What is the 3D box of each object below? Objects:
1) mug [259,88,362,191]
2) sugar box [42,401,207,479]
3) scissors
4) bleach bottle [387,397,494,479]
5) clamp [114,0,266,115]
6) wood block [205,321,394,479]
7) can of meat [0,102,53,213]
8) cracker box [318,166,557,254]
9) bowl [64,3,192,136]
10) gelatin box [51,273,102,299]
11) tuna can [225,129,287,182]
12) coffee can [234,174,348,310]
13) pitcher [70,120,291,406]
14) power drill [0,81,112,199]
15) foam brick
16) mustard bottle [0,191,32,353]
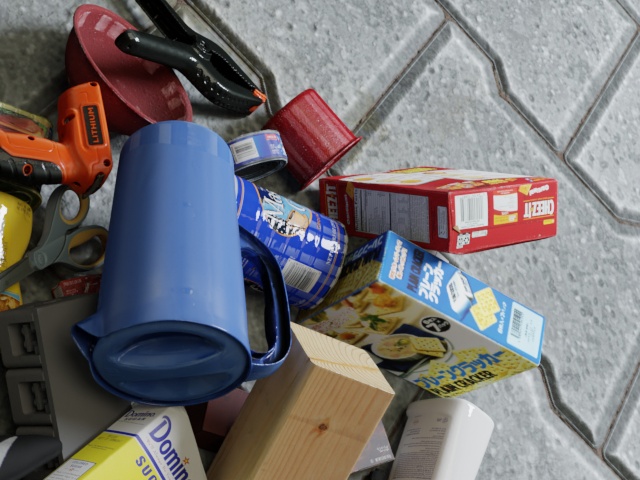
[{"bbox_3d":[-0.011,-0.118,1.208,0.081,0.093,0.117,49,20,0],"label":"mug"},{"bbox_3d":[-0.172,0.213,0.896,0.175,0.048,0.093,-37,120,-46],"label":"sugar box"},{"bbox_3d":[-0.258,-0.002,0.970,0.201,0.016,0.096,-13,93,-63],"label":"scissors"},{"bbox_3d":[0.096,0.286,1.100,0.068,0.103,0.250,38,60,-22],"label":"bleach bottle"},{"bbox_3d":[-0.144,-0.210,1.162,0.209,0.036,0.164,31,30,-39],"label":"clamp"},{"bbox_3d":[-0.029,0.193,0.974,0.090,0.090,0.206,23,103,-24],"label":"wood block"},{"bbox_3d":[-0.307,-0.081,1.003,0.102,0.058,0.084,20,58,-26],"label":"can of meat"},{"bbox_3d":[0.127,-0.037,1.176,0.163,0.214,0.072,-9,101,-37],"label":"cracker box"},{"bbox_3d":[-0.205,-0.160,1.083,0.162,0.055,0.162,45,21,-23],"label":"bowl"},{"bbox_3d":[-0.203,0.067,1.024,0.089,0.030,0.073,-14,78,-37],"label":"gelatin box"},{"bbox_3d":[-0.079,-0.086,1.141,0.085,0.086,0.034,-13,80,-37],"label":"tuna can"},{"bbox_3d":[-0.057,0.001,1.106,0.140,0.103,0.102,24,58,-24],"label":"coffee can"},{"bbox_3d":[-0.119,0.016,0.945,0.149,0.145,0.243,55,24,-47],"label":"pitcher"},{"bbox_3d":[-0.289,-0.108,0.955,0.187,0.057,0.184,-2,70,-33],"label":"power drill"},{"bbox_3d":[-0.089,0.177,1.040,0.078,0.051,0.053,24,57,-24],"label":"foam brick"},{"bbox_3d":[-0.310,0.049,0.941,0.096,0.058,0.191,16,61,-36],"label":"mustard bottle"}]
